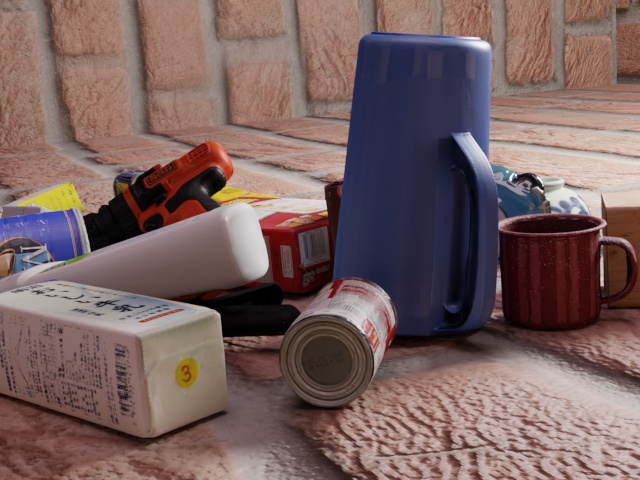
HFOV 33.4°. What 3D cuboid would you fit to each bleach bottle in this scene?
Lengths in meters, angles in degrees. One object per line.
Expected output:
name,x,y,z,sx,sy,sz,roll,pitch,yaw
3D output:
bleach bottle,-0.177,0.032,0.911,0.251,0.068,0.102,-15,3,13

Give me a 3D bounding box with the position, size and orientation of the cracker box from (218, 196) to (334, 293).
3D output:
cracker box,-0.057,0.001,1.132,0.214,0.072,0.163,4,13,38

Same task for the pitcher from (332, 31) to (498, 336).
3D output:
pitcher,0.084,-0.046,0.877,0.149,0.243,0.144,7,12,17

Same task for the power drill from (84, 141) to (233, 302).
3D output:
power drill,-0.150,-0.005,1.035,0.184,0.057,0.188,-34,39,0

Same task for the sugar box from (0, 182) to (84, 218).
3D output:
sugar box,-0.367,-0.014,1.229,0.094,0.048,0.175,-15,14,39

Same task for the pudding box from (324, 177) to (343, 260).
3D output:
pudding box,0.042,-0.008,1.034,0.039,0.113,0.090,-3,11,22

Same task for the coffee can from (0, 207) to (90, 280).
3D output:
coffee can,-0.290,0.028,0.997,0.140,0.103,0.103,-8,12,-19

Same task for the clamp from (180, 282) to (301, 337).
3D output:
clamp,-0.101,0.066,0.906,0.171,0.039,0.120,-5,4,0

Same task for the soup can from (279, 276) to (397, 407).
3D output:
soup can,0.014,0.071,0.762,0.068,0.068,0.102,-1,12,13

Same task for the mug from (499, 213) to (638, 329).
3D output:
mug,0.203,0.025,0.887,0.117,0.081,0.093,-1,12,16
